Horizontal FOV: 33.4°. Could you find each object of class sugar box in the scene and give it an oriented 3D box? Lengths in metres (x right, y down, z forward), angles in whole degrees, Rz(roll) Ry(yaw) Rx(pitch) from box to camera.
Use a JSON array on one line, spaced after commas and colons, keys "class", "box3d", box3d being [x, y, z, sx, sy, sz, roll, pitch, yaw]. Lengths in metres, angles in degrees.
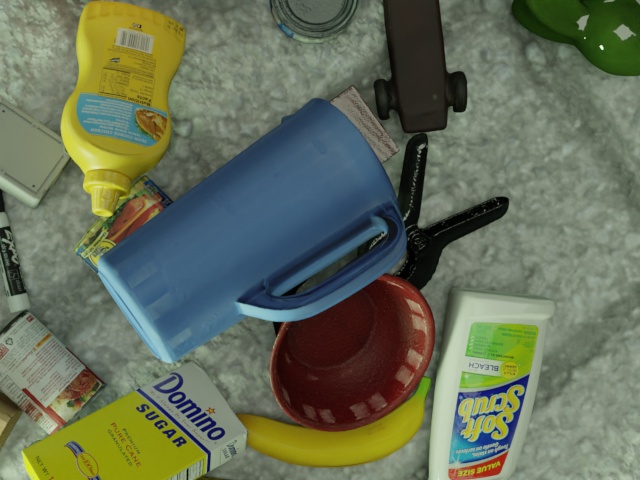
[{"class": "sugar box", "box3d": [-0.161, 0.185, 0.942, 0.176, 0.048, 0.093, -29, 61, -24]}]

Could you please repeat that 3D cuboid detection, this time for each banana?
[{"class": "banana", "box3d": [0.015, 0.181, 1.012, 0.197, 0.037, 0.069, -10, 74, -7]}]

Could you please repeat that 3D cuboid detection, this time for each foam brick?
[{"class": "foam brick", "box3d": [0.029, -0.098, 1.002, 0.051, 0.053, 0.078, -36, 93, -5]}]

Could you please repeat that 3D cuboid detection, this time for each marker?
[{"class": "marker", "box3d": [-0.292, 0.007, 0.987, 0.020, 0.020, 0.121, -14, 91, -6]}]

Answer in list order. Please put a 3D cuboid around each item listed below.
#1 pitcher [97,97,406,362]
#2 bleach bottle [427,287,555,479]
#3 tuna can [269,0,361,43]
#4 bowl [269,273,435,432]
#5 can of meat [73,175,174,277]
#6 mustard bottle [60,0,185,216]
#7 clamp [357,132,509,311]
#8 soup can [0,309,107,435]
[{"class": "pitcher", "box3d": [-0.056, 0.001, 0.902, 0.242, 0.149, 0.145, -35, 102, -13]}, {"class": "bleach bottle", "box3d": [0.156, 0.174, 1.012, 0.102, 0.068, 0.251, 6, 92, -5]}, {"class": "tuna can", "box3d": [-0.006, -0.230, 1.008, 0.086, 0.034, 0.086, 0, 90, -6]}, {"class": "bowl", "box3d": [0.021, 0.091, 0.970, 0.162, 0.055, 0.162, -10, 117, -20]}, {"class": "can of meat", "box3d": [-0.164, 0.003, 0.982, 0.084, 0.057, 0.102, 44, 85, -1]}, {"class": "mustard bottle", "box3d": [-0.179, -0.114, 0.951, 0.096, 0.058, 0.191, 12, 70, -19]}, {"class": "clamp", "box3d": [0.084, -0.014, 1.005, 0.171, 0.039, 0.120, -46, 104, 0]}, {"class": "soup can", "box3d": [-0.254, 0.121, 0.967, 0.102, 0.068, 0.068, 44, 86, -4]}]
